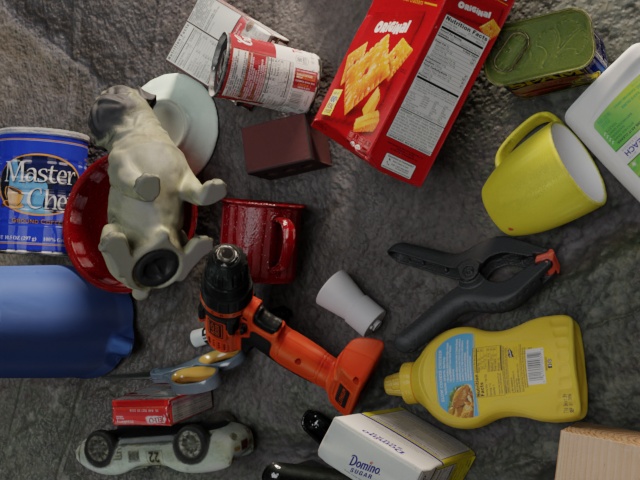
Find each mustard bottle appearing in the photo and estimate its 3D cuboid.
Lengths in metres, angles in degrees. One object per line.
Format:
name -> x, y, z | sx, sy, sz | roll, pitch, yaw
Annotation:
mustard bottle -> 0.151, 0.129, 1.011 | 0.192, 0.058, 0.096 | -9, 72, 24

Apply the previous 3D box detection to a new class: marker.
marker -> -0.085, 0.092, 1.146 | 0.121, 0.020, 0.020 | -17, 79, 23

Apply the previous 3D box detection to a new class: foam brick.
foam brick -> -0.036, -0.098, 1.118 | 0.078, 0.052, 0.051 | -11, 82, 25

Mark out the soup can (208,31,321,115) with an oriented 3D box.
soup can -> -0.057, -0.170, 1.098 | 0.102, 0.069, 0.068 | 11, 91, -18

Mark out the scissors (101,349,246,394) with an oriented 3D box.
scissors -> -0.156, 0.139, 1.170 | 0.202, 0.096, 0.016 | -1, 113, 53

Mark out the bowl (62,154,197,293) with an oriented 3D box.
bowl -> -0.201, -0.018, 1.181 | 0.162, 0.055, 0.162 | -3, 78, 17

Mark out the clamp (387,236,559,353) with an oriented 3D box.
clamp -> 0.140, 0.048, 1.017 | 0.172, 0.039, 0.120 | -8, 62, 26

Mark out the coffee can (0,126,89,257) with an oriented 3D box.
coffee can -> -0.320, -0.053, 1.221 | 0.103, 0.102, 0.140 | 2, 87, 25

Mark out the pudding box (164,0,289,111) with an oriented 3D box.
pudding box -> -0.104, -0.207, 1.166 | 0.114, 0.039, 0.090 | 35, 101, 25

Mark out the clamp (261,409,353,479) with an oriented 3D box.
clamp -> 0.054, 0.230, 1.030 | 0.210, 0.164, 0.036 | 21, 105, 2

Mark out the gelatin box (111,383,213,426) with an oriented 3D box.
gelatin box -> -0.168, 0.175, 1.140 | 0.073, 0.089, 0.030 | -4, 93, 24

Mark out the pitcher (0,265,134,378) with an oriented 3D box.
pitcher -> -0.328, 0.083, 1.138 | 0.149, 0.242, 0.145 | -25, 76, 22

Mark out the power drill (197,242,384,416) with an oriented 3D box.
power drill -> -0.033, 0.087, 1.039 | 0.188, 0.184, 0.057 | 29, 64, 11

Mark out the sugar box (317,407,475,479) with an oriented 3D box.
sugar box -> 0.073, 0.196, 0.978 | 0.093, 0.176, 0.048 | 28, 98, 24

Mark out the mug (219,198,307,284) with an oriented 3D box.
mug -> -0.057, 0.001, 1.095 | 0.117, 0.093, 0.081 | 11, 97, 58

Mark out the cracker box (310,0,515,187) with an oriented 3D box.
cracker box -> 0.085, -0.175, 1.011 | 0.214, 0.072, 0.164 | -64, 24, 9

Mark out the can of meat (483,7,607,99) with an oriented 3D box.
can of meat -> 0.210, -0.170, 0.990 | 0.102, 0.083, 0.057 | -10, 82, 24
